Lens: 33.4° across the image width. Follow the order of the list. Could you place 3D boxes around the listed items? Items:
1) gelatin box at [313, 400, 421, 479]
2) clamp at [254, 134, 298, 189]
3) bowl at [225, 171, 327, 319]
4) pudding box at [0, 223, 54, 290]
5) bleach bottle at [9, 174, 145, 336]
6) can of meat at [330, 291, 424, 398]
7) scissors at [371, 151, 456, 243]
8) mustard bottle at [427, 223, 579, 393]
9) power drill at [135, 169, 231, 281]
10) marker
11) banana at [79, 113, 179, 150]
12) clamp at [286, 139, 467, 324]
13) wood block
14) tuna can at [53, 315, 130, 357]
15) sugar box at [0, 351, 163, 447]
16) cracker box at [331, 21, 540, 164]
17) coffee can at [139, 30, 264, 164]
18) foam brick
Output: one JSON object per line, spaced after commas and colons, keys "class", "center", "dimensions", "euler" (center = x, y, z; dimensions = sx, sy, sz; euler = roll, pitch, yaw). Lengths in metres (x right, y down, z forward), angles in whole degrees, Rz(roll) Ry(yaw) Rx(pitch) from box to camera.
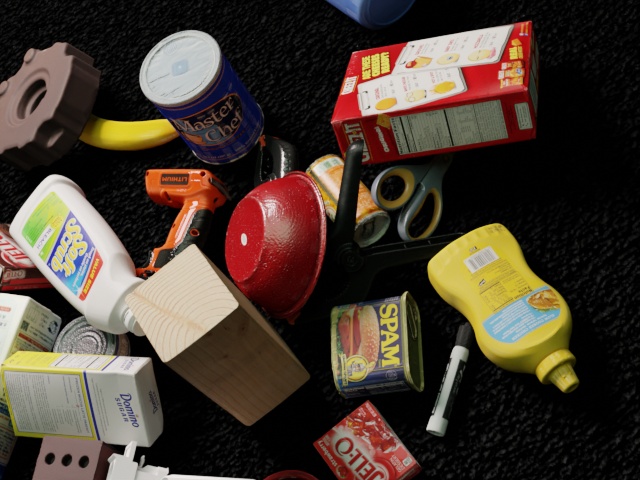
{"class": "gelatin box", "center": [0.047, 0.218, 1.076], "dimensions": [0.073, 0.030, 0.089], "euler": [-38, 57, -1]}
{"class": "clamp", "center": [-0.042, -0.060, 1.223], "dimensions": [0.120, 0.039, 0.171], "euler": [-37, 49, 42]}
{"class": "bowl", "center": [-0.057, 0.001, 1.141], "dimensions": [0.162, 0.055, 0.162], "euler": [-23, 63, 56]}
{"class": "pudding box", "center": [-0.385, 0.019, 1.309], "dimensions": [0.114, 0.089, 0.039], "euler": [32, 109, 33]}
{"class": "bleach bottle", "center": [-0.260, 0.024, 1.219], "dimensions": [0.251, 0.068, 0.102], "euler": [37, 89, 39]}
{"class": "can of meat", "center": [0.059, 0.111, 1.113], "dimensions": [0.084, 0.057, 0.102], "euler": [-10, 61, 18]}
{"class": "scissors", "center": [0.119, -0.094, 1.188], "dimensions": [0.016, 0.096, 0.201], "euler": [-16, 50, 63]}
{"class": "mustard bottle", "center": [0.196, 0.075, 1.076], "dimensions": [0.096, 0.058, 0.192], "euler": [-28, 57, -10]}
{"class": "power drill", "center": [-0.193, 0.009, 1.264], "dimensions": [0.185, 0.057, 0.187], "euler": [2, 67, 26]}
{"class": "marker", "center": [0.135, 0.140, 1.090], "dimensions": [0.020, 0.020, 0.121], "euler": [11, 69, 25]}
{"class": "banana", "center": [-0.268, -0.149, 1.384], "dimensions": [0.198, 0.037, 0.069], "euler": [19, 74, 28]}
{"class": "clamp", "center": [0.044, 0.018, 1.148], "dimensions": [0.164, 0.036, 0.210], "euler": [35, 106, -7]}
{"class": "wood block", "center": [-0.100, 0.103, 1.089], "dimensions": [0.090, 0.206, 0.091], "euler": [-38, 58, -1]}
{"class": "tuna can", "center": [-0.267, 0.130, 1.241], "dimensions": [0.086, 0.033, 0.086], "euler": [-9, 61, 17]}
{"class": "sugar box", "center": [-0.264, 0.174, 1.185], "dimensions": [0.176, 0.093, 0.048], "euler": [0, 21, 19]}
{"class": "cracker box", "center": [0.133, -0.162, 1.185], "dimensions": [0.214, 0.072, 0.164], "euler": [-8, 35, 18]}
{"class": "coffee can", "center": [-0.140, -0.169, 1.284], "dimensions": [0.103, 0.140, 0.103], "euler": [-9, 61, 17]}
{"class": "foam brick", "center": [-0.265, 0.248, 1.169], "dimensions": [0.078, 0.051, 0.053], "euler": [0, 64, 21]}
